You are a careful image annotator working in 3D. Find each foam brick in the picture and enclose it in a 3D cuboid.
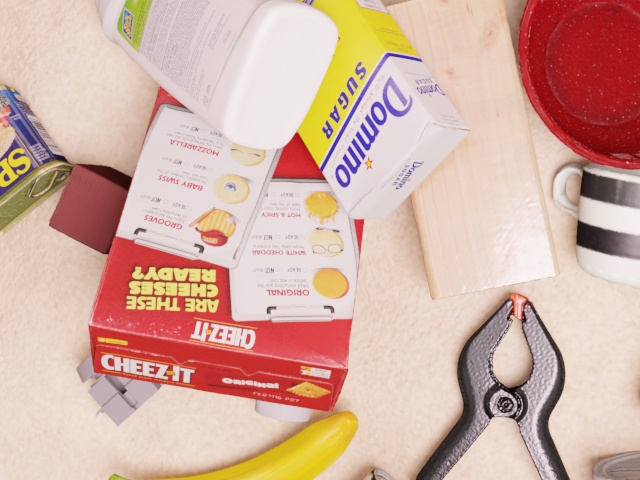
[{"bbox_3d":[-0.164,-0.024,0.819,0.051,0.078,0.053,27,95,6],"label":"foam brick"}]

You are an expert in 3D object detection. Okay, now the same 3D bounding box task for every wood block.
[{"bbox_3d":[0.105,-0.068,0.767,0.090,0.090,0.206,-12,89,10],"label":"wood block"}]

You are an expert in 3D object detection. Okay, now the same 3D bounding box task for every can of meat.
[{"bbox_3d":[-0.259,-0.061,0.846,0.102,0.057,0.084,-37,82,8],"label":"can of meat"}]

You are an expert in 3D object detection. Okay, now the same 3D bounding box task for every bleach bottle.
[{"bbox_3d":[-0.095,-0.160,0.758,0.251,0.067,0.103,41,113,42],"label":"bleach bottle"}]

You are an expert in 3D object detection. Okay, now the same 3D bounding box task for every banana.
[{"bbox_3d":[-0.059,0.180,0.814,0.198,0.069,0.037,-18,53,6],"label":"banana"}]

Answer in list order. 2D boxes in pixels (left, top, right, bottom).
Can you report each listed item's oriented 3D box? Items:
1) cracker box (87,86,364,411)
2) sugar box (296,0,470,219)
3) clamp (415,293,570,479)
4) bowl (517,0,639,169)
[{"bbox_3d":[-0.055,0.001,0.739,0.164,0.072,0.213,9,53,-2],"label":"cracker box"},{"bbox_3d":[0.017,-0.110,0.722,0.093,0.048,0.176,-48,58,32],"label":"sugar box"},{"bbox_3d":[0.147,0.128,0.789,0.120,0.039,0.171,16,93,8],"label":"clamp"},{"bbox_3d":[0.209,-0.128,0.745,0.162,0.055,0.162,0,90,-7],"label":"bowl"}]
